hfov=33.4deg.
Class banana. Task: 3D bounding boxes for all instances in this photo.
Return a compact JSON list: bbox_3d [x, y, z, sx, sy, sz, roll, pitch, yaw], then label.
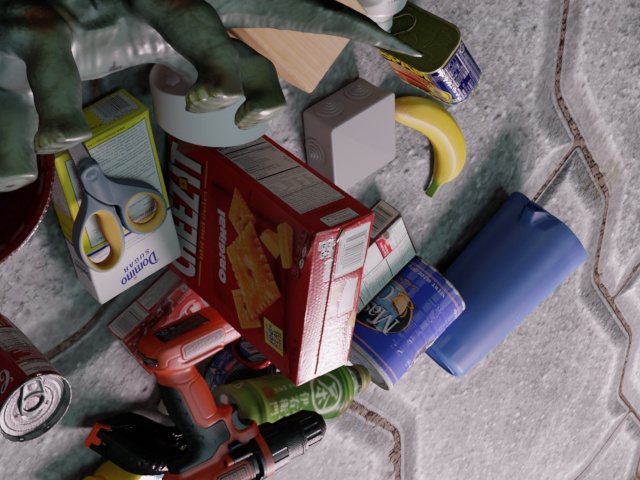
[{"bbox_3d":[0.130,-0.117,1.228,0.069,0.037,0.197,-48,145,-9],"label":"banana"}]

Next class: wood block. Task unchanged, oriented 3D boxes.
[{"bbox_3d":[-0.059,-0.219,0.872,0.091,0.090,0.205,-54,145,0],"label":"wood block"}]

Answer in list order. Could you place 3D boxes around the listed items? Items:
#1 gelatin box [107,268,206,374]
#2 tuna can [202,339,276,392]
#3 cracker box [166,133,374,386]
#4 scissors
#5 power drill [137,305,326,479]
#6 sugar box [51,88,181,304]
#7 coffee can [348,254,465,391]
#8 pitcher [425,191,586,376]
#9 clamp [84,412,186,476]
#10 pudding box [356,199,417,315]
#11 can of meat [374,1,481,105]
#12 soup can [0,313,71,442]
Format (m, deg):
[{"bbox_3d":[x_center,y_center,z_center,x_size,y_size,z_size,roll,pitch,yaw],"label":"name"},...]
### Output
[{"bbox_3d":[-0.158,0.080,1.065,0.089,0.030,0.073,-44,144,-13],"label":"gelatin box"},{"bbox_3d":[-0.092,0.155,1.204,0.086,0.034,0.086,-30,139,-30],"label":"tuna can"},{"bbox_3d":[-0.056,0.001,0.954,0.071,0.214,0.164,-21,134,-36],"label":"cracker box"},{"bbox_3d":[-0.170,-0.058,0.861,0.096,0.016,0.202,-26,139,-30],"label":"scissors"},{"bbox_3d":[-0.090,0.159,1.058,0.184,0.057,0.187,-24,109,-25],"label":"power drill"},{"bbox_3d":[-0.181,-0.035,0.926,0.093,0.048,0.176,-32,144,-25],"label":"sugar box"},{"bbox_3d":[0.094,0.100,1.314,0.140,0.103,0.102,-45,145,-12],"label":"coffee can"},{"bbox_3d":[0.231,0.067,1.432,0.243,0.145,0.149,-46,104,-6],"label":"pitcher"},{"bbox_3d":[-0.165,0.214,1.125,0.171,0.120,0.039,25,104,-24],"label":"clamp"},{"bbox_3d":[0.057,0.021,1.261,0.113,0.039,0.090,-43,145,-11],"label":"pudding box"},{"bbox_3d":[0.107,-0.189,1.084,0.057,0.102,0.083,-54,148,-1],"label":"can of meat"},{"bbox_3d":[-0.267,0.113,0.902,0.068,0.102,0.068,-30,139,-30],"label":"soup can"}]
